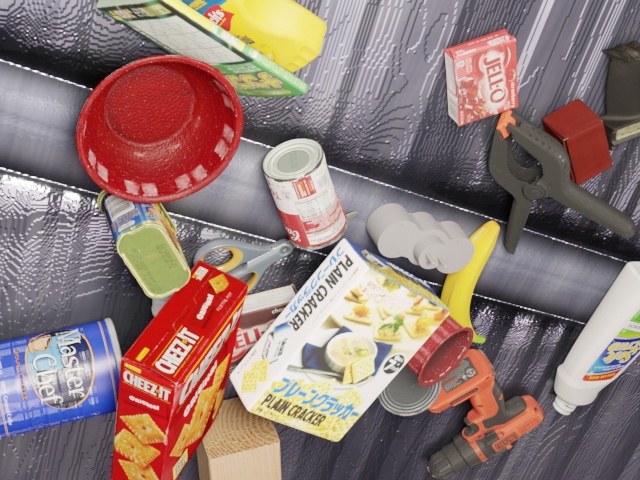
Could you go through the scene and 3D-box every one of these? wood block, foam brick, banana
[{"bbox_3d":[-0.104,0.304,1.361,0.090,0.090,0.206,-13,130,-15],"label":"wood block"},{"bbox_3d":[0.298,-0.114,1.239,0.051,0.053,0.078,-29,133,-1],"label":"foam brick"},{"bbox_3d":[0.183,0.062,1.339,0.069,0.037,0.198,-25,136,-29],"label":"banana"}]

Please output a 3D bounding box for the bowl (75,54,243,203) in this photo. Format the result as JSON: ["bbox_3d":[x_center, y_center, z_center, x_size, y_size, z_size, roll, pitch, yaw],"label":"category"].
[{"bbox_3d":[-0.159,-0.117,1.029,0.162,0.055,0.162,-12,130,-15],"label":"bowl"}]

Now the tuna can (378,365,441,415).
[{"bbox_3d":[0.111,0.182,1.383,0.086,0.034,0.086,-4,112,-9],"label":"tuna can"}]

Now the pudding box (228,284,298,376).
[{"bbox_3d":[-0.076,0.107,1.252,0.113,0.039,0.090,-15,130,-13],"label":"pudding box"}]

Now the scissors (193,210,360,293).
[{"bbox_3d":[-0.058,0.001,1.194,0.202,0.016,0.096,-37,132,6],"label":"scissors"}]

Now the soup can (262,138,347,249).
[{"bbox_3d":[-0.016,-0.049,1.138,0.068,0.068,0.102,-25,131,-5],"label":"soup can"}]

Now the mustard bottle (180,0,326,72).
[{"bbox_3d":[-0.092,-0.216,0.960,0.191,0.096,0.058,27,71,-36],"label":"mustard bottle"}]

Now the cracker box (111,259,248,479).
[{"bbox_3d":[-0.152,0.154,1.150,0.072,0.164,0.214,24,134,9],"label":"cracker box"}]

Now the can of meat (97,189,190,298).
[{"bbox_3d":[-0.179,-0.002,1.091,0.057,0.084,0.102,-28,132,-2],"label":"can of meat"}]

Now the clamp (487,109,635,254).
[{"bbox_3d":[0.263,-0.064,1.232,0.165,0.036,0.210,-4,133,31],"label":"clamp"}]

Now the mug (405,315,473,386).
[{"bbox_3d":[0.131,0.122,1.320,0.093,0.082,0.117,-49,150,2],"label":"mug"}]

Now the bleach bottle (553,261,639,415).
[{"bbox_3d":[0.405,0.146,1.486,0.102,0.068,0.251,9,124,-29],"label":"bleach bottle"}]

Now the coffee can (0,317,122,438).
[{"bbox_3d":[-0.285,0.148,1.147,0.140,0.103,0.103,-11,129,-16],"label":"coffee can"}]

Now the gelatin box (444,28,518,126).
[{"bbox_3d":[0.174,-0.175,1.150,0.073,0.030,0.089,-19,131,-10],"label":"gelatin box"}]

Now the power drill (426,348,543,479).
[{"bbox_3d":[0.202,0.243,1.475,0.184,0.057,0.187,-34,134,4],"label":"power drill"}]
